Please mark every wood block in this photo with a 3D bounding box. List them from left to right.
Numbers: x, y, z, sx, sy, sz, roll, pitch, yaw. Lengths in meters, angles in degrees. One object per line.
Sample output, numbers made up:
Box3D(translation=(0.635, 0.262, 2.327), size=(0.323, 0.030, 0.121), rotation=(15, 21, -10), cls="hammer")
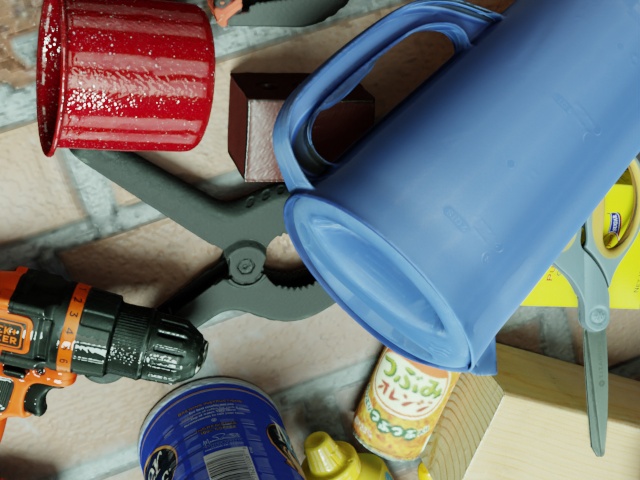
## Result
Box3D(translation=(0.181, 0.146, 0.768), size=(0.205, 0.090, 0.091), rotation=(16, 108, -22), cls="wood block")

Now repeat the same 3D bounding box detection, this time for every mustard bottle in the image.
Box3D(translation=(0.033, 0.208, 0.751), size=(0.058, 0.096, 0.191), rotation=(-11, 121, 25), cls="mustard bottle")

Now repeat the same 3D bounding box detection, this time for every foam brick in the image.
Box3D(translation=(-0.012, -0.067, 0.632), size=(0.078, 0.053, 0.051), rotation=(-2, 115, -16), cls="foam brick")

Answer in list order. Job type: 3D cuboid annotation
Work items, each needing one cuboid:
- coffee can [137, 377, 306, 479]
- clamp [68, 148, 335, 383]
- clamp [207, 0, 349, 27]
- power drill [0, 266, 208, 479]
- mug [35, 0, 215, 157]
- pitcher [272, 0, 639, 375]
Box3D(translation=(-0.057, 0.167, 0.677), size=(0.102, 0.140, 0.103), rotation=(-7, 116, -14), cls="coffee can")
Box3D(translation=(-0.054, 0.001, 0.660), size=(0.210, 0.036, 0.164), rotation=(-9, 117, -8), cls="clamp")
Box3D(translation=(0.008, -0.182, 0.593), size=(0.171, 0.039, 0.120), rotation=(-26, 117, -4), cls="clamp")
Box3D(translation=(-0.174, 0.108, 0.644), size=(0.184, 0.057, 0.188), rotation=(15, 110, -4), cls="power drill")
Box3D(translation=(-0.106, -0.101, 0.576), size=(0.081, 0.093, 0.117), rotation=(1, 78, -22), cls="mug")
Box3D(translation=(0.097, -0.059, 0.597), size=(0.242, 0.145, 0.149), rotation=(-46, 147, -18), cls="pitcher")
